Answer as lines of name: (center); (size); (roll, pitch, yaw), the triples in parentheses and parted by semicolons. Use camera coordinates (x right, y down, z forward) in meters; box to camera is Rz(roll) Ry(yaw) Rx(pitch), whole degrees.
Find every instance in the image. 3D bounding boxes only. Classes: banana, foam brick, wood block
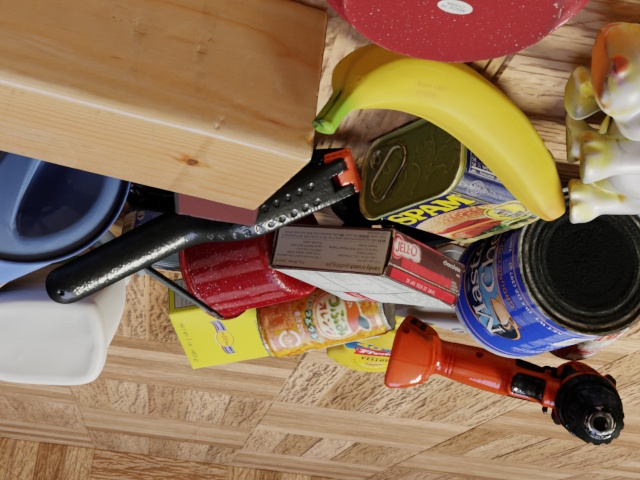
banana: (0.072, -0.066, 0.595); (0.197, 0.069, 0.037); (16, 174, -37)
foam brick: (-0.058, -0.056, 0.653); (0.053, 0.078, 0.051); (10, 162, -3)
wood block: (-0.111, -0.090, 0.550); (0.205, 0.090, 0.091); (13, 159, -19)

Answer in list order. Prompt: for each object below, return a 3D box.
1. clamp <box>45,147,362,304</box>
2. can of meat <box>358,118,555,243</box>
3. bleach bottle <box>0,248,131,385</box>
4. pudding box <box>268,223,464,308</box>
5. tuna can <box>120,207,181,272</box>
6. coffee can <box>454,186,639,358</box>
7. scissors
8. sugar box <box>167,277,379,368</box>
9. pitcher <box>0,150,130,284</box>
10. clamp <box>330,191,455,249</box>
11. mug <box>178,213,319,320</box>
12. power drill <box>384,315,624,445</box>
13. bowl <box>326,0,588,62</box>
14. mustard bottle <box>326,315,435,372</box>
clamp: (-0.074, -0.027, 0.736); (0.210, 0.164, 0.036); (-17, 114, 11)
can of meat: (0.088, -0.038, 0.691); (0.083, 0.057, 0.102); (15, 160, -31)
bleach bottle: (-0.201, 0.046, 0.884); (0.102, 0.068, 0.251); (2, -167, 2)
pudding box: (0.033, 0.018, 0.770); (0.114, 0.039, 0.089); (1, 163, 41)
tuna can: (-0.126, -0.002, 0.905); (0.086, 0.034, 0.086); (6, 161, 2)
coffee can: (0.164, 0.027, 0.765); (0.102, 0.103, 0.140); (9, 167, -9)
scissors: (-0.157, 0.003, 0.828); (0.202, 0.016, 0.096); (22, 156, 47)
sugar box: (-0.039, 0.062, 0.950); (0.176, 0.048, 0.093); (-9, 142, 5)
pitcher: (-0.233, -0.025, 0.712); (0.149, 0.145, 0.243); (12, 164, -26)
clamp: (0.047, -0.008, 0.823); (0.120, 0.039, 0.172); (15, 160, -14)
mug: (-0.055, 0.001, 0.829); (0.082, 0.093, 0.117); (-14, 117, 35)
power drill: (0.149, 0.115, 0.869); (0.188, 0.057, 0.184); (16, -179, 7)
bowl: (0.057, -0.122, 0.456); (0.162, 0.055, 0.162); (5, 161, 2)
mustard bottle: (0.063, 0.089, 1.064); (0.096, 0.058, 0.192); (7, 163, -5)
